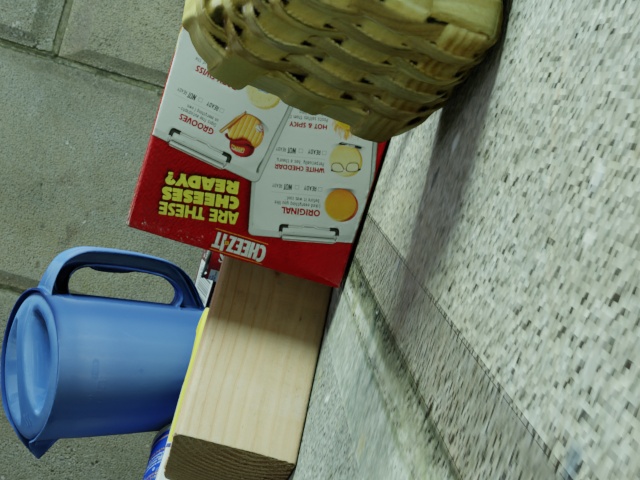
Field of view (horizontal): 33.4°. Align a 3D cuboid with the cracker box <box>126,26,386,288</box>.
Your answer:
[{"bbox_3d":[-0.032,-0.093,0.779,0.072,0.164,0.214,-90,17,-78],"label":"cracker box"}]

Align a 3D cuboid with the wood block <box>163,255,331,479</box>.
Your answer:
[{"bbox_3d":[-0.051,0.087,0.839,0.091,0.090,0.206,112,172,-55],"label":"wood block"}]

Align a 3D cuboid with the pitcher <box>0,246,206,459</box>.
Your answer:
[{"bbox_3d":[-0.157,0.105,0.977,0.149,0.242,0.145,-49,49,39],"label":"pitcher"}]
